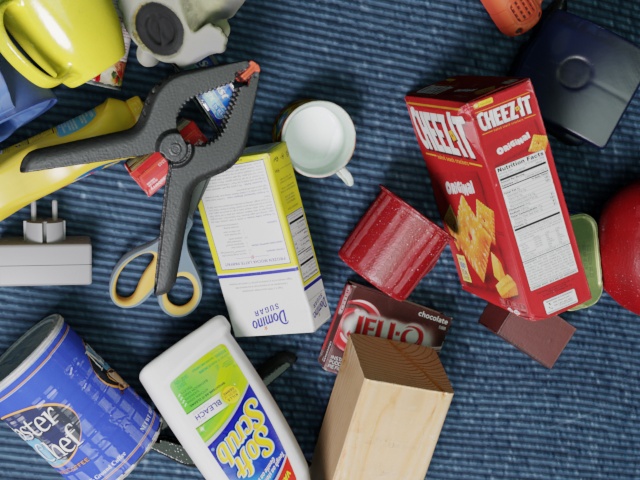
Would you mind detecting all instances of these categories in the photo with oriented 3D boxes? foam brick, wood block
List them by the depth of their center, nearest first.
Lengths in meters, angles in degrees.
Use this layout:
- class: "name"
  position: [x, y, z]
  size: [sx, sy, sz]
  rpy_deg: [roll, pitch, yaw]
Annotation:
- class: "wood block"
  position: [0.050, 0.207, 1.039]
  size: [0.090, 0.091, 0.206]
  rpy_deg: [11, 111, -12]
- class: "foam brick"
  position: [0.213, 0.088, 1.103]
  size: [0.078, 0.053, 0.051]
  rpy_deg: [34, 91, -16]

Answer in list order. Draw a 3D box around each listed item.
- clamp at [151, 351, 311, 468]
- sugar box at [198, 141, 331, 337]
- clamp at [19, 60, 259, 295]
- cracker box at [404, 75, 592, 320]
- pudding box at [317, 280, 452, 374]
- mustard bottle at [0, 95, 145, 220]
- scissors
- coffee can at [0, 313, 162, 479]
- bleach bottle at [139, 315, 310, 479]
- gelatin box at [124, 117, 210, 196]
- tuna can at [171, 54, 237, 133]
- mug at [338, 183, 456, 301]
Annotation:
- class: "clamp"
  position: [-0.092, 0.170, 1.052]
  size: [0.171, 0.039, 0.120]
  rpy_deg: [1, 82, -12]
- class: "sugar box"
  position: [-0.057, 0.001, 1.005]
  size: [0.093, 0.048, 0.176]
  rpy_deg: [-6, 108, 30]
- class: "clamp"
  position: [-0.123, -0.067, 0.907]
  size: [0.210, 0.036, 0.164]
  rpy_deg: [-40, 107, -8]
- class: "cracker box"
  position: [0.162, -0.044, 1.009]
  size: [0.072, 0.164, 0.213]
  rpy_deg: [-22, 104, -11]
- class: "pudding box"
  position: [0.064, 0.100, 1.076]
  size: [0.113, 0.039, 0.090]
  rpy_deg: [18, 95, -16]
- class: "mustard bottle"
  position: [-0.222, -0.079, 0.946]
  size: [0.191, 0.096, 0.058]
  rpy_deg: [-26, 104, -8]
- class: "scissors"
  position: [-0.118, -0.002, 0.995]
  size: [0.096, 0.016, 0.202]
  rpy_deg: [36, 110, -24]
- class: "coffee can"
  position: [-0.230, 0.152, 0.981]
  size: [0.103, 0.103, 0.140]
  rpy_deg: [-43, 107, -3]
- class: "bleach bottle"
  position: [-0.059, 0.199, 0.994]
  size: [0.102, 0.068, 0.251]
  rpy_deg: [-35, 83, -17]
- class: "gelatin box"
  position: [-0.139, -0.077, 0.969]
  size: [0.073, 0.089, 0.030]
  rpy_deg: [-40, 106, -4]
- class: "tuna can"
  position: [-0.099, -0.135, 0.971]
  size: [0.033, 0.086, 0.086]
  rpy_deg: [-34, 106, -4]
- class: "mug"
  position: [0.078, 0.008, 1.046]
  size: [0.081, 0.093, 0.117]
  rpy_deg: [-54, 143, 5]
